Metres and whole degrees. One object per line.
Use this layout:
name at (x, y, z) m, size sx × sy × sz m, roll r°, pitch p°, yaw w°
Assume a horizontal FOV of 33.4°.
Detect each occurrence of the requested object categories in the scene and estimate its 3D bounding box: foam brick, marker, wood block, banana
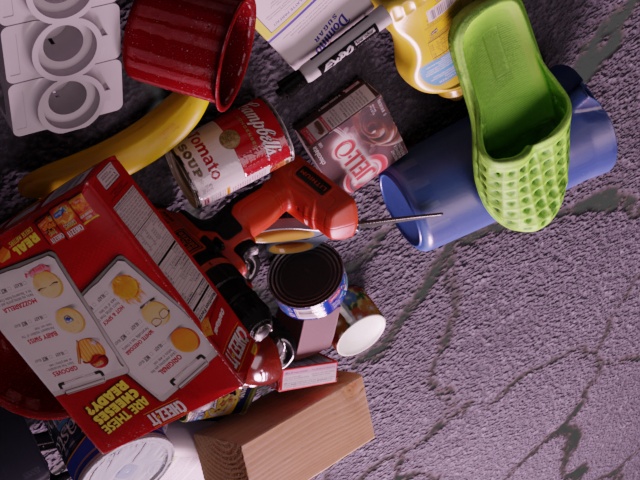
foam brick at (-0.016, 0.092, 1.250) m, size 0.052 × 0.051 × 0.078 m, roll -17°, pitch 140°, yaw -29°
marker at (0.010, -0.164, 0.939) m, size 0.121 × 0.020 × 0.020 m, roll -37°, pitch 145°, yaw -1°
wood block at (-0.041, 0.237, 1.296) m, size 0.205 × 0.090 × 0.091 m, roll -24°, pitch 107°, yaw -41°
banana at (-0.167, -0.088, 0.923) m, size 0.198 × 0.037 × 0.069 m, roll -35°, pitch 144°, yaw 3°

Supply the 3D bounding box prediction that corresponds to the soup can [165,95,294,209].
soup can at (-0.084, -0.081, 0.980) m, size 0.102 × 0.069 × 0.068 m, roll -29°, pitch 144°, yaw -13°

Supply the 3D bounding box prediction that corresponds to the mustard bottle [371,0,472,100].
mustard bottle at (0.113, -0.198, 1.031) m, size 0.096 × 0.058 × 0.191 m, roll -41°, pitch 145°, yaw -6°

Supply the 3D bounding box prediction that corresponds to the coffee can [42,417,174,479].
coffee can at (-0.225, 0.184, 1.089) m, size 0.102 × 0.140 × 0.103 m, roll -24°, pitch 143°, yaw -20°

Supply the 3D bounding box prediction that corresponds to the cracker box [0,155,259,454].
cracker box at (-0.179, 0.056, 0.903) m, size 0.164 × 0.072 × 0.213 m, roll -28°, pitch 108°, yaw 24°

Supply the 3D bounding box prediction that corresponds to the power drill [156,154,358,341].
power drill at (-0.057, 0.001, 1.014) m, size 0.187 × 0.185 × 0.057 m, roll -29°, pitch 143°, yaw -29°

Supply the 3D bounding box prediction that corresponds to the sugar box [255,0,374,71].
sugar box at (-0.032, -0.219, 0.891) m, size 0.093 × 0.048 × 0.176 m, roll -42°, pitch 149°, yaw 6°

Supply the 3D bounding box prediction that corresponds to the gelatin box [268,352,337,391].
gelatin box at (-0.036, 0.153, 1.279) m, size 0.089 × 0.073 × 0.030 m, roll -5°, pitch 104°, yaw -39°

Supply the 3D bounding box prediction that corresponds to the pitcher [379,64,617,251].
pitcher at (0.191, -0.081, 1.183) m, size 0.242 × 0.145 × 0.149 m, roll -27°, pitch 118°, yaw -10°

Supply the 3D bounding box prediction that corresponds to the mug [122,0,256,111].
mug at (-0.100, -0.159, 0.842) m, size 0.117 × 0.081 × 0.093 m, roll -59°, pitch 164°, yaw -68°

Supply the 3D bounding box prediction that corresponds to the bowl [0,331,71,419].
bowl at (-0.247, 0.081, 0.989) m, size 0.162 × 0.055 × 0.162 m, roll -2°, pitch 102°, yaw -11°

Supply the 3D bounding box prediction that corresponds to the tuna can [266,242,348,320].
tuna can at (-0.013, 0.044, 1.168) m, size 0.086 × 0.086 × 0.033 m, roll -33°, pitch 147°, yaw -7°

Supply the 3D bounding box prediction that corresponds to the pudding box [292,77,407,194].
pudding box at (0.032, -0.101, 1.085) m, size 0.090 × 0.039 × 0.113 m, roll -37°, pitch 145°, yaw -1°

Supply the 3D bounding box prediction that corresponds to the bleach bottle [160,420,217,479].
bleach bottle at (-0.187, 0.252, 1.271) m, size 0.250 × 0.068 × 0.103 m, roll 21°, pitch 114°, yaw -48°

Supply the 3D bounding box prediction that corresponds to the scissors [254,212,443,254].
scissors at (0.022, -0.008, 1.124) m, size 0.201 × 0.016 × 0.096 m, roll -3°, pitch 163°, yaw -5°
